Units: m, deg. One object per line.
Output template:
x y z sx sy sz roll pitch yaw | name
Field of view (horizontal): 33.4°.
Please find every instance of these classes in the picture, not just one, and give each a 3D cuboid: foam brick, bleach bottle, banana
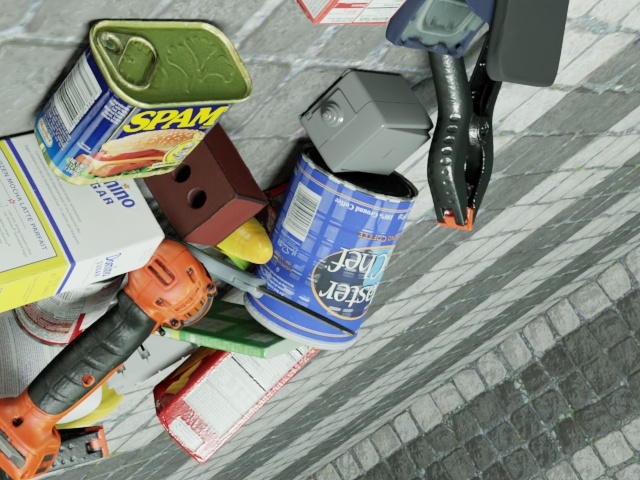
-0.082 -0.043 0.725 0.053 0.078 0.051 -38 162 16 | foam brick
-0.263 0.083 0.769 0.068 0.102 0.250 -23 161 22 | bleach bottle
-0.071 -0.010 0.827 0.037 0.069 0.198 -55 -175 -5 | banana

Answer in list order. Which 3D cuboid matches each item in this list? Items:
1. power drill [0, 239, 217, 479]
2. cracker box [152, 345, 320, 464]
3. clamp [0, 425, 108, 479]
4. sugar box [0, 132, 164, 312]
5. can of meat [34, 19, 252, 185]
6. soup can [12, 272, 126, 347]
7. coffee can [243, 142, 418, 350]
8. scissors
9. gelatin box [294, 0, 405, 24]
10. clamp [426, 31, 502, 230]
-0.150 0.080 0.745 0.187 0.057 0.184 -46 173 -8 | power drill
-0.069 0.108 1.054 0.213 0.072 0.164 -44 -173 -6 | cracker box
-0.300 0.205 0.975 0.210 0.036 0.164 -11 -177 12 | clamp
-0.188 -0.007 0.611 0.175 0.093 0.048 -17 159 -40 | sugar box
-0.104 -0.079 0.618 0.101 0.057 0.084 -12 158 -47 | can of meat
-0.179 0.025 0.770 0.068 0.068 0.102 -20 160 -35 | soup can
0.007 0.004 0.880 0.102 0.103 0.140 -7 124 -55 | coffee can
-0.069 0.026 0.820 0.096 0.202 0.016 26 88 -45 | scissors
0.036 -0.170 0.646 0.073 0.030 0.089 -15 158 -48 | gelatin box
0.108 -0.095 0.833 0.039 0.171 0.120 8 -179 41 | clamp
